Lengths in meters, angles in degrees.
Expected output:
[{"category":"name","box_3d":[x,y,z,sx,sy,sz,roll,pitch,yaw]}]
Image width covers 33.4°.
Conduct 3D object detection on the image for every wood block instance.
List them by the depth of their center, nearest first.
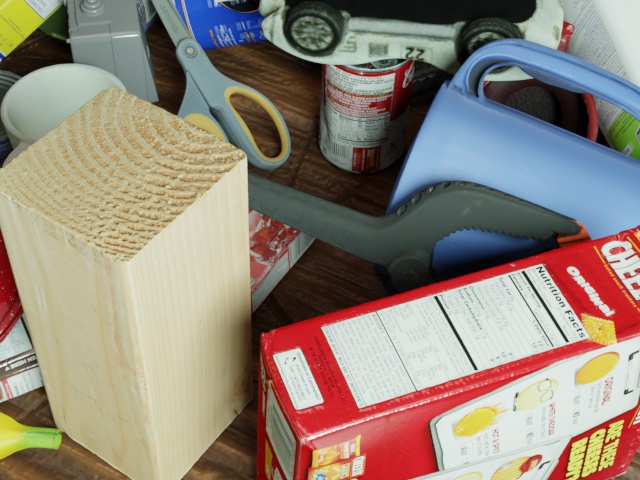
[{"category":"wood block","box_3d":[-0.098,0.034,0.577,0.090,0.206,0.090,28,53,21]}]

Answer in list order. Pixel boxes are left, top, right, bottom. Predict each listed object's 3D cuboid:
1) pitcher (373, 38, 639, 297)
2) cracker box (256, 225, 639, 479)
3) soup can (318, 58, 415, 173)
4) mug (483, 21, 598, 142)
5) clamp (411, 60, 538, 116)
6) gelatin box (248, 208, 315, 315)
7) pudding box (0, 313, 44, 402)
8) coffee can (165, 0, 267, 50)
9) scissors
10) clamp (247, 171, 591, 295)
[{"category":"pitcher","box_3d":[0.166,-0.010,0.666,0.243,0.149,0.145,20,63,8]},{"category":"cracker box","box_3d":[0.074,0.089,0.564,0.213,0.164,0.072,-15,53,-15]},{"category":"soup can","box_3d":[0.032,-0.106,0.778,0.068,0.102,0.068,1,48,-1]},{"category":"mug","box_3d":[0.154,-0.099,0.759,0.093,0.117,0.081,18,17,11]},{"category":"clamp","box_3d":[0.095,-0.157,0.854,0.171,0.039,0.120,10,59,12]},{"category":"gelatin box","box_3d":[-0.055,0.001,0.727,0.073,0.030,0.089,25,52,19]},{"category":"pudding box","box_3d":[-0.200,0.045,0.677,0.090,0.039,0.114,-22,50,-16]},{"category":"coffee can","box_3d":[-0.048,-0.211,0.852,0.140,0.103,0.103,-8,48,6]},{"category":"scissors","box_3d":[-0.106,-0.121,0.789,0.096,0.016,0.202,-43,89,-17]},{"category":"clamp","box_3d":[0.050,0.030,0.614,0.210,0.164,0.036,-7,7,11]}]
